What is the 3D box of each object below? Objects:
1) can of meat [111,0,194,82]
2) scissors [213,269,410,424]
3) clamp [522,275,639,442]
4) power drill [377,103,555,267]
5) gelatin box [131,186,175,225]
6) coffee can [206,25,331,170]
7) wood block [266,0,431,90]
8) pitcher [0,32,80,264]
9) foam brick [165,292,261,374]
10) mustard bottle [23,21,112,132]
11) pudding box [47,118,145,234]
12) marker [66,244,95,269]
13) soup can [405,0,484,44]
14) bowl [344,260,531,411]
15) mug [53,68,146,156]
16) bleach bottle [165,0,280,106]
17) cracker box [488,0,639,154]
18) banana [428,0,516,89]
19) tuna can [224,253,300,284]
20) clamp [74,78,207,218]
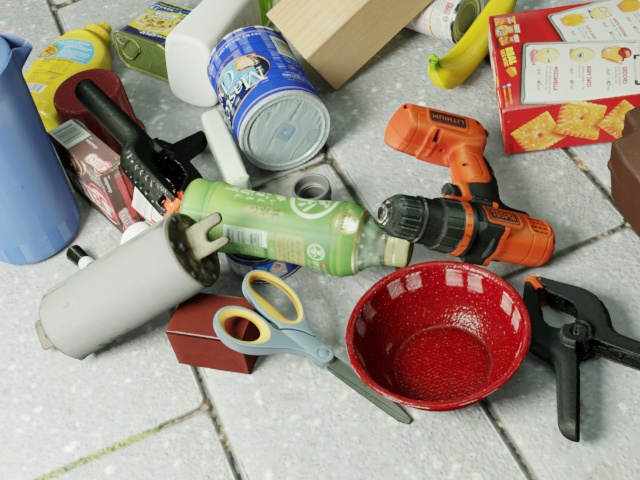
[{"bbox_3d":[-0.195,-0.253,1.341,0.102,0.057,0.083,23,55,30],"label":"can of meat"},{"bbox_3d":[-0.018,0.107,0.949,0.096,0.016,0.202,-26,62,-29],"label":"scissors"},{"bbox_3d":[0.237,0.089,0.930,0.120,0.039,0.171,-16,46,-3],"label":"clamp"},{"bbox_3d":[0.121,-0.054,1.031,0.184,0.057,0.188,12,39,-25],"label":"power drill"},{"bbox_3d":[-0.144,-0.030,1.121,0.073,0.030,0.089,-11,37,-41],"label":"gelatin box"},{"bbox_3d":[-0.060,-0.160,1.188,0.102,0.103,0.140,-21,47,-6],"label":"coffee can"},{"bbox_3d":[0.052,-0.286,1.224,0.206,0.090,0.090,-43,59,8],"label":"wood block"},{"bbox_3d":[-0.346,-0.084,1.093,0.149,0.243,0.145,2,49,16],"label":"pitcher"},{"bbox_3d":[-0.096,0.086,1.007,0.078,0.051,0.053,7,49,19],"label":"foam brick"},{"bbox_3d":[-0.315,-0.209,1.328,0.096,0.058,0.191,8,51,26],"label":"mustard bottle"},{"bbox_3d":[-0.243,-0.071,1.162,0.039,0.090,0.114,-34,49,-20],"label":"pudding box"},{"bbox_3d":[-0.227,0.038,1.106,0.020,0.020,0.121,-39,50,-21],"label":"marker"},{"bbox_3d":[0.135,-0.278,1.273,0.102,0.068,0.068,26,59,32],"label":"soup can"},{"bbox_3d":[0.106,0.095,0.945,0.162,0.055,0.162,-7,47,8],"label":"bowl"},{"bbox_3d":[-0.261,-0.153,1.247,0.093,0.081,0.117,-15,46,0],"label":"mug"},{"bbox_3d":[-0.100,-0.277,1.323,0.068,0.102,0.250,18,48,18],"label":"bleach bottle"},{"bbox_3d":[0.294,-0.180,1.142,0.214,0.072,0.164,-6,48,7],"label":"cracker box"},{"bbox_3d":[0.173,-0.224,1.216,0.037,0.070,0.197,35,52,10],"label":"banana"},{"bbox_3d":[-0.057,0.001,1.087,0.086,0.034,0.086,-7,47,7],"label":"tuna can"},{"bbox_3d":[-0.179,-0.092,1.114,0.036,0.164,0.210,-54,28,21],"label":"clamp"}]
